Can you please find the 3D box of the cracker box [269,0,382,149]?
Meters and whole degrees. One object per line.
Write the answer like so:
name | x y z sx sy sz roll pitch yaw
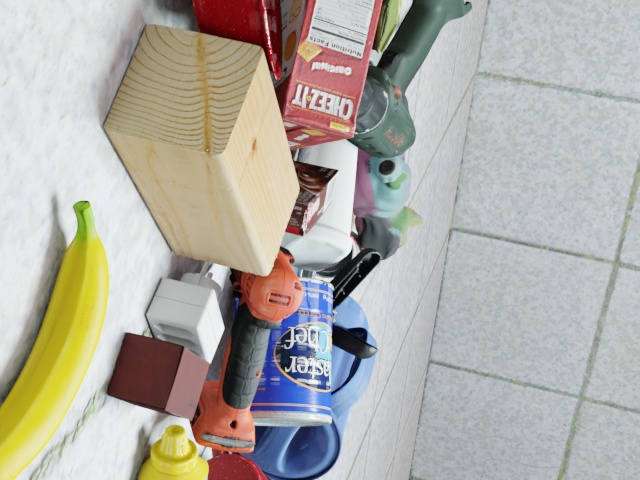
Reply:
cracker box | -0.006 -0.190 0.908 0.164 0.072 0.214 -178 -80 -70

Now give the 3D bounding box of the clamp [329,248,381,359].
clamp | 0.004 0.072 1.157 0.039 0.172 0.120 33 62 -38

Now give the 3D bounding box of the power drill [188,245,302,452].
power drill | -0.075 0.084 0.982 0.184 0.057 0.188 -126 -130 -69

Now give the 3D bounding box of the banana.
banana | -0.173 0.075 0.665 0.069 0.037 0.197 50 50 -53

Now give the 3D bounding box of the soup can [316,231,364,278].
soup can | 0.019 0.015 1.400 0.102 0.068 0.068 4 98 -78

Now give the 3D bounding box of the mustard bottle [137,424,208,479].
mustard bottle | -0.133 0.247 0.957 0.096 0.058 0.192 -51 152 -59

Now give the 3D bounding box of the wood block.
wood block | -0.081 -0.061 0.812 0.206 0.090 0.090 77 29 -64

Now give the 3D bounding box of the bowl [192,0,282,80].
bowl | -0.063 -0.196 0.780 0.162 0.055 0.162 -4 90 -87

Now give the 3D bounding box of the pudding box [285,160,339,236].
pudding box | -0.040 -0.046 1.016 0.113 0.090 0.039 -50 152 -66

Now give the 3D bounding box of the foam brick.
foam brick | -0.129 0.110 0.856 0.078 0.051 0.053 62 43 -71

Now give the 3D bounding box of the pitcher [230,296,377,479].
pitcher | -0.008 0.154 1.250 0.242 0.149 0.145 -64 163 -58

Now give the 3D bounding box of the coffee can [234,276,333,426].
coffee can | -0.039 0.114 1.081 0.102 0.103 0.140 57 33 -73

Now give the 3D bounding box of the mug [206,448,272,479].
mug | -0.093 0.263 1.120 0.081 0.093 0.117 72 1 -58

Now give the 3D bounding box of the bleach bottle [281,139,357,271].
bleach bottle | 0.008 -0.097 1.177 0.103 0.068 0.251 142 -38 -61
